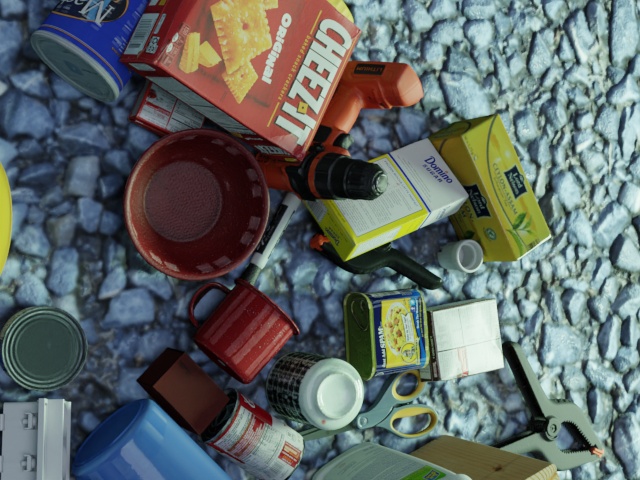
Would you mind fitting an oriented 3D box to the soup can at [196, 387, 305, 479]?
[{"bbox_3d":[-0.075,0.217,1.170,0.102,0.069,0.068,38,73,-22],"label":"soup can"}]

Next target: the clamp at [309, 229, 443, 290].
[{"bbox_3d":[0.071,-0.009,1.265,0.171,0.039,0.120,10,69,-25],"label":"clamp"}]

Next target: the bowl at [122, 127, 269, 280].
[{"bbox_3d":[-0.138,-0.040,1.141,0.161,0.055,0.162,-3,97,-25],"label":"bowl"}]

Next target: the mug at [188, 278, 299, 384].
[{"bbox_3d":[-0.093,0.094,1.158,0.117,0.093,0.081,38,76,11],"label":"mug"}]

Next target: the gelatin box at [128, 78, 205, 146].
[{"bbox_3d":[-0.157,-0.154,1.152,0.073,0.030,0.089,25,79,-26],"label":"gelatin box"}]

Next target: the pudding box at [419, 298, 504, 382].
[{"bbox_3d":[0.170,0.121,1.307,0.113,0.039,0.090,-7,89,-36],"label":"pudding box"}]

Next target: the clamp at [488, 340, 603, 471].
[{"bbox_3d":[0.286,0.229,1.373,0.209,0.036,0.164,21,78,-28],"label":"clamp"}]

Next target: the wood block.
[{"bbox_3d":[0.181,0.295,1.224,0.090,0.206,0.090,-23,100,-25],"label":"wood block"}]

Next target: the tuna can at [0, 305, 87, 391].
[{"bbox_3d":[-0.283,0.109,1.083,0.086,0.034,0.086,0,89,-27],"label":"tuna can"}]

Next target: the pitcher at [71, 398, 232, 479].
[{"bbox_3d":[-0.148,0.291,1.102,0.242,0.145,0.149,51,30,-14],"label":"pitcher"}]

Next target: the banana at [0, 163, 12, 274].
[{"bbox_3d":[-0.340,-0.022,1.056,0.069,0.037,0.198,-7,92,-8],"label":"banana"}]

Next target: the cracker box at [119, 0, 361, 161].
[{"bbox_3d":[-0.074,-0.200,1.087,0.213,0.072,0.164,31,79,-39],"label":"cracker box"}]

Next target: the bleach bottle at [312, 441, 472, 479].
[{"bbox_3d":[0.092,0.280,1.152,0.102,0.251,0.068,-30,103,-24],"label":"bleach bottle"}]

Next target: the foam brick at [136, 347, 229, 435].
[{"bbox_3d":[-0.147,0.160,1.143,0.053,0.051,0.078,-47,109,-21],"label":"foam brick"}]

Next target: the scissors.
[{"bbox_3d":[0.055,0.195,1.266,0.201,0.016,0.096,8,84,-28],"label":"scissors"}]

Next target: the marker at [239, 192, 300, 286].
[{"bbox_3d":[-0.058,0.002,1.208,0.020,0.020,0.121,35,75,-23],"label":"marker"}]

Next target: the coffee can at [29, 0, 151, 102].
[{"bbox_3d":[-0.211,-0.226,1.083,0.102,0.103,0.140,39,73,-22],"label":"coffee can"}]

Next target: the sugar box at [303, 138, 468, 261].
[{"bbox_3d":[0.077,-0.049,1.237,0.175,0.048,0.093,-21,69,-33],"label":"sugar box"}]

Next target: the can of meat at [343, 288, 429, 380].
[{"bbox_3d":[0.078,0.108,1.257,0.083,0.058,0.102,-5,92,-30],"label":"can of meat"}]

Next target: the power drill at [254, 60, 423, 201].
[{"bbox_3d":[0.034,-0.119,1.176,0.187,0.185,0.057,-51,132,-27],"label":"power drill"}]
